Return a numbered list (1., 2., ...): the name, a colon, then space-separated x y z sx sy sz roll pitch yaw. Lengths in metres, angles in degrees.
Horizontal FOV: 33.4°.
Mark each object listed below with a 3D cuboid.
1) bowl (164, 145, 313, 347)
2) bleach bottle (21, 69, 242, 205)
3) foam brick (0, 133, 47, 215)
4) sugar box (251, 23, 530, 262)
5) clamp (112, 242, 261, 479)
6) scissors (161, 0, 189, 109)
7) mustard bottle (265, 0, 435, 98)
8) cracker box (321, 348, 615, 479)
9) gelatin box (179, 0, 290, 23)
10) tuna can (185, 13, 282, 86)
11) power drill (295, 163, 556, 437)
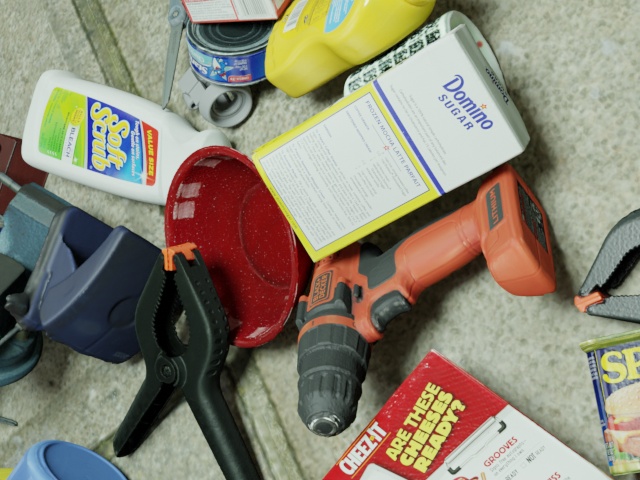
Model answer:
1. bowl: -0.056 0.001 0.851 0.162 0.055 0.162 15 112 43
2. bleach bottle: -0.162 -0.088 0.965 0.251 0.068 0.102 15 90 35
3. foam brick: -0.314 -0.065 1.077 0.053 0.051 0.078 19 91 37
4. sugar box: 0.047 -0.065 0.740 0.176 0.048 0.093 -28 99 26
5. clamp: -0.120 0.106 0.876 0.165 0.036 0.210 2 101 38
6. scissors: -0.113 -0.216 0.964 0.096 0.016 0.202 -25 56 23
7. mustard bottle: 0.032 -0.173 0.795 0.192 0.058 0.096 -16 43 58
8. cracker box: 0.105 0.196 0.672 0.214 0.072 0.164 34 79 37
9. gelatin box: -0.061 -0.213 0.881 0.089 0.030 0.073 4 47 30
10. tuna can: -0.070 -0.170 0.901 0.086 0.034 0.086 -2 47 2
11. power drill: 0.065 0.036 0.729 0.188 0.057 0.184 -27 31 24
